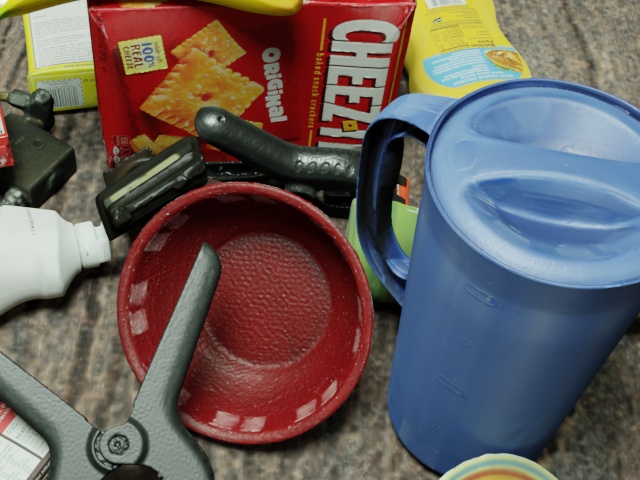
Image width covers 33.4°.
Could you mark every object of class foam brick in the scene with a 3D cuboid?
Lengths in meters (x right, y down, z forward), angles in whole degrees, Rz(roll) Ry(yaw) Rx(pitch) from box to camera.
[{"bbox_3d":[-0.055,0.001,0.731,0.078,0.051,0.053,19,52,8],"label":"foam brick"}]

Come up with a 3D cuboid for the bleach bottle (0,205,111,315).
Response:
[{"bbox_3d":[-0.258,0.030,0.675,0.250,0.068,0.103,-12,41,-17],"label":"bleach bottle"}]

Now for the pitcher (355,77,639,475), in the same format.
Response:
[{"bbox_3d":[0.097,0.032,0.602,0.145,0.243,0.149,-5,53,-10],"label":"pitcher"}]

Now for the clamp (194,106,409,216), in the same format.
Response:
[{"bbox_3d":[-0.024,-0.044,0.756,0.171,0.120,0.039,17,74,-20],"label":"clamp"}]

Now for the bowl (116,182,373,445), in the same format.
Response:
[{"bbox_3d":[-0.042,0.042,0.666,0.162,0.162,0.055,21,11,10],"label":"bowl"}]

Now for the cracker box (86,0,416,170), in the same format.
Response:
[{"bbox_3d":[-0.052,-0.124,0.757,0.213,0.164,0.072,-2,54,-8],"label":"cracker box"}]

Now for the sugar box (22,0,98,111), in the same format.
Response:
[{"bbox_3d":[-0.193,-0.181,0.861,0.093,0.048,0.176,-7,50,-12],"label":"sugar box"}]

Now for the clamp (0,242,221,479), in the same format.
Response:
[{"bbox_3d":[-0.106,0.107,0.601,0.164,0.036,0.210,-21,82,-11],"label":"clamp"}]

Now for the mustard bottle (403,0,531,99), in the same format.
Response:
[{"bbox_3d":[0.114,-0.133,0.848,0.096,0.058,0.192,-9,54,-15],"label":"mustard bottle"}]
